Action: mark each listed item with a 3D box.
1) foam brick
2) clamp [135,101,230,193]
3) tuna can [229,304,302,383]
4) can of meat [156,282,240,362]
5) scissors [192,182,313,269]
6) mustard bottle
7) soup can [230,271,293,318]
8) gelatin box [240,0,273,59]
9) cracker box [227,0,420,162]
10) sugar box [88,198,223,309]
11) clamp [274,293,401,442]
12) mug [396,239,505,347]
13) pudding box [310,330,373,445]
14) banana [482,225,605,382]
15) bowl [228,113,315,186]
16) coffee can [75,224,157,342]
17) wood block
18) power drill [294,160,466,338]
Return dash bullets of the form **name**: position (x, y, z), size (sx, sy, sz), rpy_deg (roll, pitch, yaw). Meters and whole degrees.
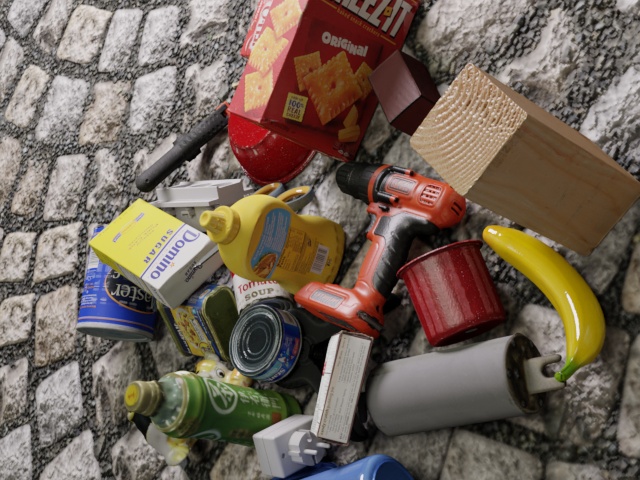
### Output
- **foam brick**: position (0.097, -0.166, 1.203), size (0.051, 0.052, 0.078), rpy_deg (-40, 51, 26)
- **clamp**: position (-0.183, -0.119, 1.420), size (0.171, 0.039, 0.120), rpy_deg (-43, 13, 5)
- **tuna can**: position (-0.063, 0.117, 1.213), size (0.086, 0.033, 0.086), rpy_deg (-18, 61, 37)
- **can of meat**: position (-0.141, 0.098, 1.307), size (0.084, 0.102, 0.057), rpy_deg (5, 36, 42)
- **scissors**: position (-0.071, -0.022, 1.256), size (0.096, 0.016, 0.201), rpy_deg (-7, 26, 22)
- **mustard bottle**: position (-0.058, 0.001, 1.193), size (0.058, 0.191, 0.096), rpy_deg (18, 88, 46)
- **soup can**: position (-0.074, 0.043, 1.282), size (0.069, 0.068, 0.102), rpy_deg (-34, 55, 31)
- **gelatin box**: position (-0.062, -0.277, 1.412), size (0.073, 0.030, 0.089), rpy_deg (21, 90, 46)
- **cracker box**: position (0.008, -0.213, 1.227), size (0.072, 0.163, 0.214), rpy_deg (27, 95, 44)
- **sugar box**: position (-0.204, 0.013, 1.322), size (0.093, 0.048, 0.176), rpy_deg (-45, 39, -19)
- **clamp**: position (-0.007, 0.137, 1.206), size (0.210, 0.036, 0.164), rpy_deg (-1, 74, 40)
- **mug**: position (0.130, 0.059, 1.070), size (0.117, 0.093, 0.081), rpy_deg (121, 132, -66)
- **pudding box**: position (0.021, 0.151, 1.098), size (0.090, 0.039, 0.113), rpy_deg (126, 156, -82)
- **banana**: position (0.218, 0.048, 1.005), size (0.198, 0.069, 0.037), rpy_deg (-111, 23, -45)
- **bowl**: position (-0.067, -0.152, 1.355), size (0.162, 0.055, 0.162), rpy_deg (-17, 65, 39)
- **coffee can**: position (-0.266, 0.059, 1.436), size (0.103, 0.102, 0.140), rpy_deg (-6, 71, 42)
- **wood block**: position (0.190, -0.068, 0.969), size (0.090, 0.205, 0.091), rpy_deg (-53, 47, 16)
- **power drill**: position (0.049, 0.002, 1.163), size (0.185, 0.057, 0.187), rpy_deg (19, 77, 48)
